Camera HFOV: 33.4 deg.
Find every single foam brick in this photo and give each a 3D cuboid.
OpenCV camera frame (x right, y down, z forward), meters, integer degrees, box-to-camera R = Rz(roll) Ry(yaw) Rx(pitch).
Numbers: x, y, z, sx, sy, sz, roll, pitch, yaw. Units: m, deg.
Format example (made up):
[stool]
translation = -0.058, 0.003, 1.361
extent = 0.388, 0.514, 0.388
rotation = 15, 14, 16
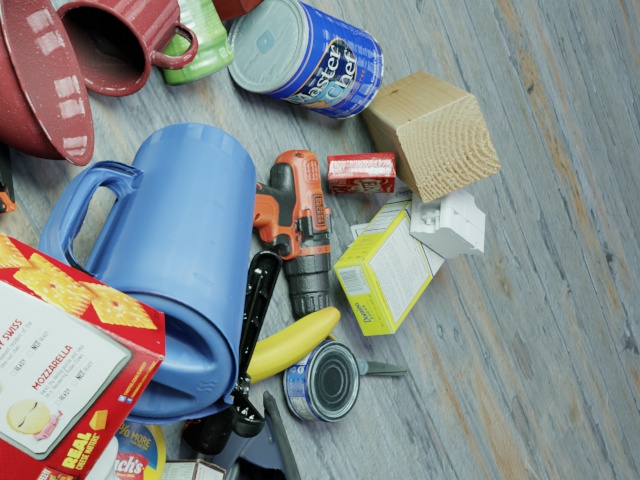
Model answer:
[foam brick]
translation = -0.097, -0.244, 1.031
extent = 0.052, 0.078, 0.051
rotation = -51, 125, -44

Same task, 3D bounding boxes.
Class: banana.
[banana]
translation = -0.058, 0.108, 1.031
extent = 0.197, 0.070, 0.037
rotation = -9, 50, -47

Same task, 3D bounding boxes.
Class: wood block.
[wood block]
translation = 0.115, -0.121, 1.185
extent = 0.206, 0.091, 0.090
rotation = -119, -175, -71

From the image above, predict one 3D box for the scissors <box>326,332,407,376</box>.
[scissors]
translation = 0.035, 0.157, 1.186
extent = 0.201, 0.016, 0.096
rotation = 34, 59, -44

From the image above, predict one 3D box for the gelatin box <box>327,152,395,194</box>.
[gelatin box]
translation = 0.045, -0.071, 1.163
extent = 0.089, 0.073, 0.030
rotation = 77, 12, -82

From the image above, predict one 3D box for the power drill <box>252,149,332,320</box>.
[power drill]
translation = -0.057, 0.001, 1.062
extent = 0.187, 0.057, 0.184
rotation = -6, 89, -55

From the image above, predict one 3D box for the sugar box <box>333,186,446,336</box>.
[sugar box]
translation = 0.084, 0.018, 1.181
extent = 0.176, 0.048, 0.093
rotation = -49, 123, -50

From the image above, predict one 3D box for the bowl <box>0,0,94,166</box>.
[bowl]
translation = -0.230, -0.126, 0.813
extent = 0.162, 0.055, 0.162
rotation = -17, 90, -84

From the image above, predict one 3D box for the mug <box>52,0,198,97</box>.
[mug]
translation = -0.160, -0.180, 0.912
extent = 0.093, 0.117, 0.081
rotation = 101, 11, -46

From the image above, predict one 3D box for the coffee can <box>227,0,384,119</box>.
[coffee can]
translation = -0.014, -0.190, 1.111
extent = 0.140, 0.103, 0.103
rotation = 10, 76, -52

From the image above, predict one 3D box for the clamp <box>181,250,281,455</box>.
[clamp]
translation = -0.077, 0.114, 0.908
extent = 0.036, 0.210, 0.164
rotation = 16, 59, -13

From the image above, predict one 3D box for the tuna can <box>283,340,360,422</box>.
[tuna can]
translation = 0.003, 0.145, 1.106
extent = 0.085, 0.034, 0.086
rotation = 5, 83, -48

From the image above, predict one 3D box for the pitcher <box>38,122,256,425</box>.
[pitcher]
translation = -0.122, 0.007, 0.829
extent = 0.242, 0.145, 0.149
rotation = -84, -179, -51

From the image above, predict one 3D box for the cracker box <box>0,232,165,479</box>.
[cracker box]
translation = -0.229, 0.076, 0.671
extent = 0.213, 0.164, 0.072
rotation = 29, 16, -18
